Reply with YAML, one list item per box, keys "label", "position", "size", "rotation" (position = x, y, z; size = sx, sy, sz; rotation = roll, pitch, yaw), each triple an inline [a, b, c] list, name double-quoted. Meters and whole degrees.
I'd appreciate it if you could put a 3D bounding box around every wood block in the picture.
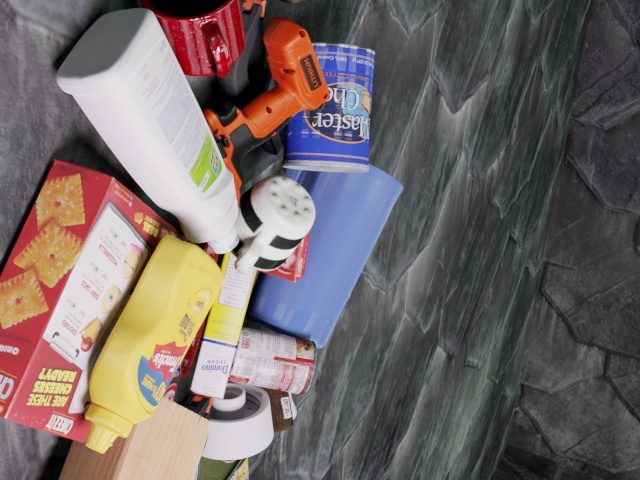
- label: "wood block"
  position: [-0.189, 0.249, 0.992]
  size: [0.090, 0.090, 0.206]
  rotation: [37, 60, -39]

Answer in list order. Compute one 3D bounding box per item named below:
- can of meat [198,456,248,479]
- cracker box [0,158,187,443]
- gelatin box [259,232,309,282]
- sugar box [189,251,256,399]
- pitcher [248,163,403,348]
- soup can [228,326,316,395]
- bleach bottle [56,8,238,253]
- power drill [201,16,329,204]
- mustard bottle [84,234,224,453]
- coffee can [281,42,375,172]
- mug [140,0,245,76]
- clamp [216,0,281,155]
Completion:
- label: "can of meat"
  position: [-0.132, 0.306, 1.363]
  size: [0.102, 0.057, 0.084]
  rotation: [-53, 154, -41]
- label: "cracker box"
  position: [-0.215, 0.059, 0.938]
  size: [0.213, 0.072, 0.164]
  rotation: [-67, 158, -11]
- label: "gelatin box"
  position: [-0.058, 0.002, 1.260]
  size: [0.030, 0.089, 0.073]
  rotation: [-35, 138, -59]
- label: "sugar box"
  position: [-0.110, 0.082, 1.212]
  size: [0.093, 0.048, 0.176]
  rotation: [-129, -124, -79]
- label: "pitcher"
  position: [-0.005, 0.006, 1.365]
  size: [0.145, 0.149, 0.243]
  rotation: [143, -29, -82]
- label: "soup can"
  position: [-0.063, 0.145, 1.288]
  size: [0.069, 0.102, 0.068]
  rotation: [-167, -90, -75]
- label: "bleach bottle"
  position: [-0.135, -0.077, 0.950]
  size: [0.250, 0.068, 0.102]
  rotation: [65, 36, -41]
- label: "power drill"
  position: [-0.084, -0.139, 1.069]
  size: [0.187, 0.057, 0.184]
  rotation: [-45, 142, -18]
- label: "mustard bottle"
  position: [-0.153, 0.096, 0.938]
  size: [0.191, 0.058, 0.096]
  rotation: [-63, 162, -18]
- label: "coffee can"
  position: [0.009, -0.153, 1.250]
  size: [0.102, 0.103, 0.140]
  rotation: [1, 92, -68]
- label: "mug"
  position: [-0.107, -0.195, 0.960]
  size: [0.093, 0.117, 0.081]
  rotation: [-24, 148, -12]
- label: "clamp"
  position: [-0.086, -0.154, 1.142]
  size: [0.164, 0.036, 0.210]
  rotation: [-45, 147, -48]
